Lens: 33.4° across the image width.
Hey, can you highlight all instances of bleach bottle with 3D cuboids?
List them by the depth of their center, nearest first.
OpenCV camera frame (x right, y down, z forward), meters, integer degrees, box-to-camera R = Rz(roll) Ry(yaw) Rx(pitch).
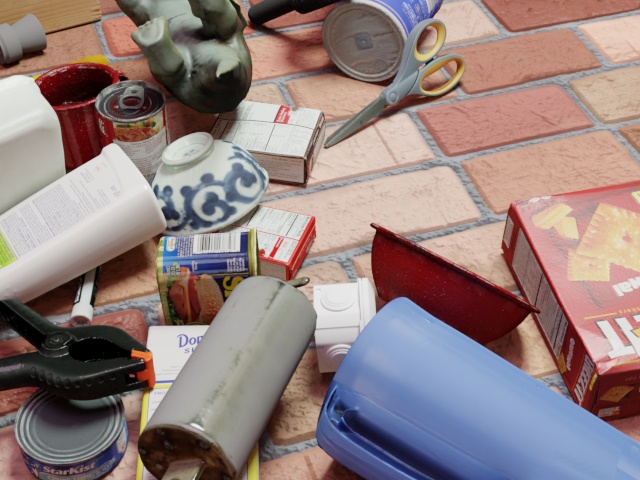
[{"bbox_3d":[-0.270,0.009,0.962,0.250,0.068,0.103,-30,44,-14],"label":"bleach bottle"}]

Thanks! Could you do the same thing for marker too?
[{"bbox_3d":[-0.212,0.031,0.985,0.020,0.020,0.121,0,43,0],"label":"marker"}]

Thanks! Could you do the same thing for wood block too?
[{"bbox_3d":[-0.381,-0.300,1.291,0.205,0.091,0.090,-19,46,-20],"label":"wood block"}]

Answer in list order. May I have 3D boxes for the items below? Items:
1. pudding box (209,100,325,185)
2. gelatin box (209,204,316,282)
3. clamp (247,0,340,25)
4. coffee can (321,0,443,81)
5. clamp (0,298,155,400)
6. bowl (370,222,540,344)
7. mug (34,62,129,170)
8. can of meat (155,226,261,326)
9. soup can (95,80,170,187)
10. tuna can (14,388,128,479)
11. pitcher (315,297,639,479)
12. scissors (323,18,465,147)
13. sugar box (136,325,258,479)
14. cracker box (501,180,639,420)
[{"bbox_3d":[-0.058,-0.105,1.118,0.113,0.039,0.090,7,43,11],"label":"pudding box"},{"bbox_3d":[-0.056,0.001,1.009,0.089,0.030,0.073,13,43,14],"label":"gelatin box"},{"bbox_3d":[-0.008,-0.291,1.237,0.164,0.036,0.210,-33,19,4],"label":"clamp"},{"bbox_3d":[0.075,-0.265,1.242,0.103,0.103,0.140,16,45,17],"label":"coffee can"},{"bbox_3d":[-0.213,0.088,0.863,0.171,0.039,0.120,3,38,5],"label":"clamp"},{"bbox_3d":[0.102,0.045,0.905,0.162,0.162,0.055,28,90,27],"label":"bowl"},{"bbox_3d":[-0.240,-0.133,1.111,0.093,0.081,0.117,20,45,29],"label":"mug"},{"bbox_3d":[-0.093,0.040,0.916,0.084,0.102,0.057,-3,42,0],"label":"can of meat"},{"bbox_3d":[-0.183,-0.099,1.064,0.068,0.102,0.068,0,43,0],"label":"soup can"},{"bbox_3d":[-0.196,0.151,0.844,0.086,0.034,0.086,0,43,0],"label":"tuna can"},{"bbox_3d":[0.121,0.155,0.770,0.243,0.145,0.149,28,68,23],"label":"pitcher"},{"bbox_3d":[0.078,-0.178,1.164,0.201,0.096,0.016,-24,28,-27],"label":"scissors"},{"bbox_3d":[-0.095,0.144,0.845,0.093,0.048,0.176,0,39,-3],"label":"sugar box"},{"bbox_3d":[0.272,0.043,0.933,0.164,0.072,0.214,-9,44,-8],"label":"cracker box"}]
